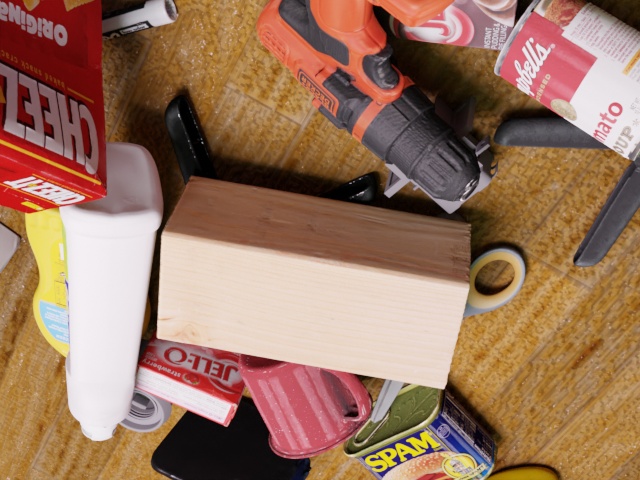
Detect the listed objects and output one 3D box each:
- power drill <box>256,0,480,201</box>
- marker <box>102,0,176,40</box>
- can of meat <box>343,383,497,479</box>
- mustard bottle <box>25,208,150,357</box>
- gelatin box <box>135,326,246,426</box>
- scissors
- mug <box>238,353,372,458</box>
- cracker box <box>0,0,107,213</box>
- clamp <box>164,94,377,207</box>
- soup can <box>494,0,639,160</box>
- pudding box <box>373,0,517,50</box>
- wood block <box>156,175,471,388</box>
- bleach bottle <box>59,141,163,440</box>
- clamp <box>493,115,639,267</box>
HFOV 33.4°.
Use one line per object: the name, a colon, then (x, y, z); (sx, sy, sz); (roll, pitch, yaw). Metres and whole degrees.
power drill: (0.036, -0.117, 0.631); (0.184, 0.057, 0.188); (43, 161, 12)
marker: (-0.159, -0.151, 0.761); (0.121, 0.020, 0.020); (-10, 120, 21)
can of meat: (0.085, 0.172, 0.893); (0.102, 0.057, 0.084); (-31, 114, 31)
mustard bottle: (-0.188, 0.045, 0.879); (0.096, 0.058, 0.192); (8, 125, 1)
gelatin box: (-0.103, 0.105, 0.887); (0.089, 0.073, 0.030); (23, 127, -1)
scissors: (0.099, 0.070, 0.832); (0.096, 0.016, 0.202); (9, 120, 4)
mug: (-0.007, 0.115, 0.853); (0.117, 0.093, 0.081); (4, 126, 50)
cracker box: (-0.197, -0.139, 0.629); (0.072, 0.164, 0.214); (-10, 76, 21)
clamp: (-0.055, 0.001, 0.826); (0.164, 0.036, 0.210); (18, 125, 1)
soup can: (0.168, -0.104, 0.655); (0.102, 0.068, 0.069); (36, 128, 13)
pudding box: (0.077, -0.167, 0.649); (0.090, 0.039, 0.113); (8, 149, 9)
wood block: (-0.003, 0.028, 0.759); (0.206, 0.090, 0.091); (10, 122, 3)
bleach bottle: (-0.159, 0.057, 0.787); (0.068, 0.102, 0.251); (1, 126, -14)
clamp: (0.204, -0.068, 0.707); (0.172, 0.039, 0.120); (-39, 106, 25)
